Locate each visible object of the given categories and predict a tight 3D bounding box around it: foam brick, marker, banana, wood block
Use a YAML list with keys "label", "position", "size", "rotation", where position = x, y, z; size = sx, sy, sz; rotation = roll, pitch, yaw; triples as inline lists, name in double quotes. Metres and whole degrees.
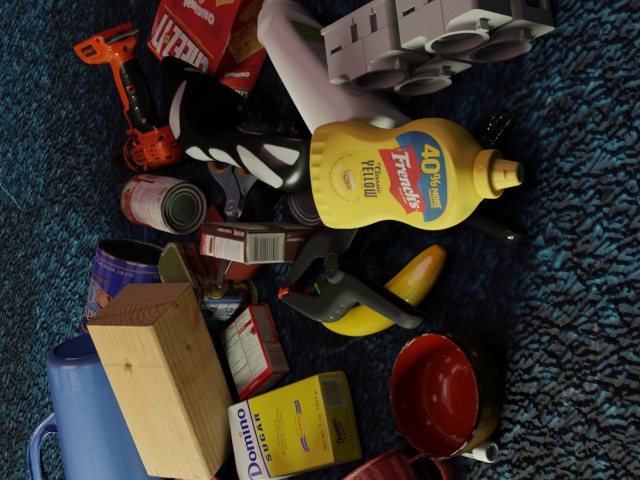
- label: "foam brick"
  position: [-0.099, 0.001, 1.234]
  size: [0.078, 0.052, 0.051]
  rotation: [56, 129, 37]
- label: "marker"
  position: [0.114, 0.186, 0.991]
  size: [0.121, 0.020, 0.020]
  rotation: [2, 89, 51]
- label: "banana"
  position: [0.053, 0.057, 1.057]
  size: [0.198, 0.037, 0.069]
  rotation: [-18, 76, 49]
- label: "wood block"
  position: [-0.170, 0.159, 1.198]
  size: [0.091, 0.090, 0.206]
  rotation: [-2, 118, 29]

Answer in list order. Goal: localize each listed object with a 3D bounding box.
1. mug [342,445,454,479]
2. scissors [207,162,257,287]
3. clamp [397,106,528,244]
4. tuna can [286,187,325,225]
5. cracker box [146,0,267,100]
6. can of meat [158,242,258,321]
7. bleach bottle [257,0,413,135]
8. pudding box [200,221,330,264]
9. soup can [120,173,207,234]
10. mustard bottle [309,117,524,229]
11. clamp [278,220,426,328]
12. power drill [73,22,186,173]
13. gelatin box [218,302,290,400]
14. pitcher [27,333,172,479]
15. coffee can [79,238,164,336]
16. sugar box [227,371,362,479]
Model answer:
- label: "mug"
  position: [0.079, 0.241, 0.982]
  size: [0.117, 0.093, 0.081]
  rotation: [-44, 60, 27]
- label: "scissors"
  position: [-0.110, -0.045, 1.211]
  size: [0.096, 0.016, 0.201]
  rotation: [10, 71, 37]
- label: "clamp"
  position: [0.121, -0.056, 0.978]
  size: [0.172, 0.039, 0.120]
  rotation: [0, 86, 51]
- label: "tuna can"
  position: [0.003, -0.058, 1.127]
  size: [0.086, 0.033, 0.086]
  rotation: [-3, 86, 51]
- label: "cracker box"
  position: [-0.117, -0.284, 1.255]
  size: [0.164, 0.071, 0.214]
  rotation: [50, 126, 40]
- label: "can of meat"
  position: [-0.134, 0.048, 1.250]
  size: [0.058, 0.083, 0.102]
  rotation: [-55, 49, 34]
- label: "bleach bottle"
  position: [0.003, -0.175, 1.097]
  size: [0.068, 0.102, 0.251]
  rotation: [-55, 43, 26]
- label: "pudding box"
  position: [-0.057, 0.001, 1.136]
  size: [0.090, 0.113, 0.039]
  rotation: [8, 96, 52]
- label: "soup can"
  position: [-0.197, -0.046, 1.345]
  size: [0.102, 0.068, 0.068]
  rotation: [13, 98, 50]
- label: "mustard bottle"
  position: [0.084, -0.058, 0.928]
  size: [0.192, 0.058, 0.096]
  rotation: [2, 103, 33]
- label: "clamp"
  position: [0.027, 0.016, 1.045]
  size: [0.210, 0.036, 0.164]
  rotation: [-18, 67, 53]
- label: "power drill"
  position: [-0.249, -0.177, 1.376]
  size: [0.185, 0.057, 0.187]
  rotation: [-5, 112, 56]
- label: "gelatin box"
  position: [-0.076, 0.127, 1.218]
  size: [0.073, 0.030, 0.089]
  rotation: [-46, 55, 41]
- label: "pitcher"
  position: [-0.269, 0.241, 1.304]
  size: [0.145, 0.148, 0.243]
  rotation: [5, 110, 43]
- label: "coffee can"
  position: [-0.250, 0.079, 1.375]
  size: [0.103, 0.102, 0.140]
  rotation: [30, 111, 47]
- label: "sugar box"
  position: [-0.032, 0.205, 1.149]
  size: [0.177, 0.048, 0.093]
  rotation: [-27, 68, 46]
